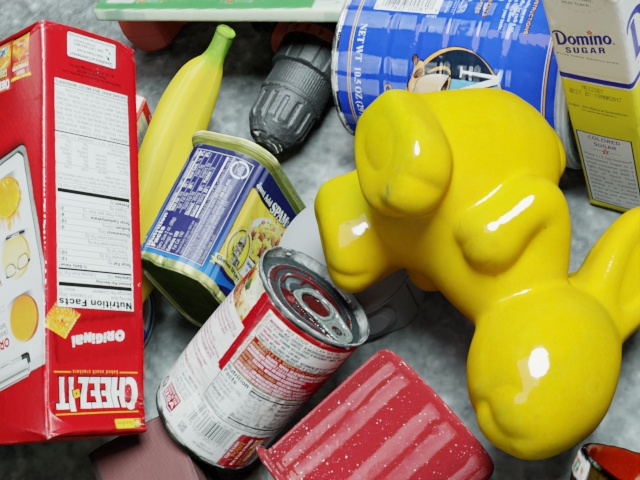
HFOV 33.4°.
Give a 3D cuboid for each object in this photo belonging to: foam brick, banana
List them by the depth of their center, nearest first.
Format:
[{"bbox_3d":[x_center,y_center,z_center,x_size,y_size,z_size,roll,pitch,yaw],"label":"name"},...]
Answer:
[{"bbox_3d":[-0.079,0.141,0.566,0.051,0.053,0.078,-31,54,0],"label":"foam brick"},{"bbox_3d":[-0.099,-0.039,0.657,0.037,0.070,0.197,17,68,-5],"label":"banana"}]

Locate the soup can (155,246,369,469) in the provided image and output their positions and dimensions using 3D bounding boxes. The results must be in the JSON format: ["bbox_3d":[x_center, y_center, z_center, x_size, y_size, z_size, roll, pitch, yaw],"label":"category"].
[{"bbox_3d":[-0.032,0.063,0.555,0.102,0.068,0.068,-50,49,24],"label":"soup can"}]

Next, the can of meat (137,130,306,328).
[{"bbox_3d":[-0.054,0.001,0.617,0.058,0.102,0.084,15,67,27],"label":"can of meat"}]

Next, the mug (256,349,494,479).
[{"bbox_3d":[0.026,0.106,0.529,0.081,0.093,0.117,-42,19,-5],"label":"mug"}]

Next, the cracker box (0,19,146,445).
[{"bbox_3d":[-0.172,0.006,0.597,0.164,0.071,0.214,-13,77,41],"label":"cracker box"}]

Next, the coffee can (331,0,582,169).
[{"bbox_3d":[0.091,-0.102,0.623,0.140,0.102,0.102,11,64,27],"label":"coffee can"}]

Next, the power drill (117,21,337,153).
[{"bbox_3d":[-0.049,-0.154,0.743,0.188,0.057,0.184,19,67,28],"label":"power drill"}]
